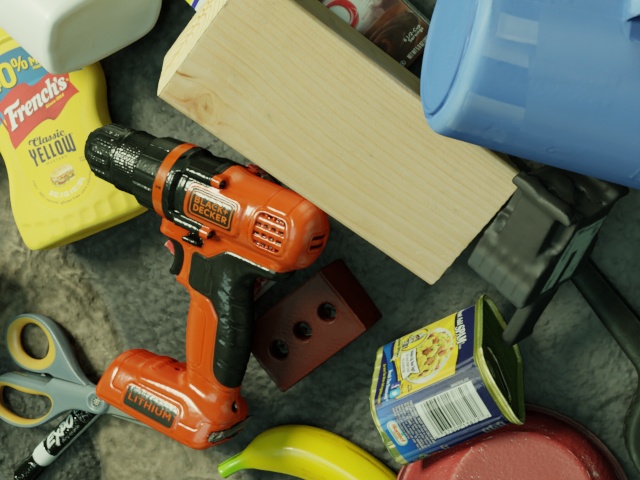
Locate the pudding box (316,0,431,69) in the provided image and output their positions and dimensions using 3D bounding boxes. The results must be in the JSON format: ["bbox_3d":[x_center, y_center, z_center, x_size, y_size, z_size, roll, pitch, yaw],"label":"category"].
[{"bbox_3d":[0.006,-0.128,0.704,0.090,0.039,0.114,38,105,-22],"label":"pudding box"}]

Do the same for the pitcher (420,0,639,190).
[{"bbox_3d":[0.187,-0.092,0.577,0.242,0.145,0.149,11,114,-9],"label":"pitcher"}]

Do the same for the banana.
[{"bbox_3d":[0.026,0.184,0.754,0.198,0.037,0.070,30,109,11],"label":"banana"}]

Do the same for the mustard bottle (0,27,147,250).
[{"bbox_3d":[-0.199,-0.096,0.772,0.096,0.058,0.191,-22,89,5],"label":"mustard bottle"}]

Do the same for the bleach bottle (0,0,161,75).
[{"bbox_3d":[-0.229,-0.223,0.752,0.251,0.102,0.068,43,149,20],"label":"bleach bottle"}]

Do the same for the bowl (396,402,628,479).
[{"bbox_3d":[0.124,0.172,0.674,0.162,0.055,0.162,-2,65,4],"label":"bowl"}]

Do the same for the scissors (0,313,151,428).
[{"bbox_3d":[-0.169,0.099,0.789,0.202,0.016,0.096,-5,86,27],"label":"scissors"}]

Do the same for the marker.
[{"bbox_3d":[-0.195,0.148,0.820,0.121,0.020,0.020,-44,84,16],"label":"marker"}]

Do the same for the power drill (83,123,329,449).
[{"bbox_3d":[-0.095,0.029,0.708,0.185,0.057,0.188,24,112,25],"label":"power drill"}]

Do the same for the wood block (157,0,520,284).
[{"bbox_3d":[0.012,-0.076,0.657,0.206,0.090,0.091,34,107,-18],"label":"wood block"}]

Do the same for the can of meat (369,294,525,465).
[{"bbox_3d":[0.082,0.091,0.692,0.084,0.102,0.057,-27,108,19],"label":"can of meat"}]

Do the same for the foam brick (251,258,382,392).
[{"bbox_3d":[-0.006,0.058,0.739,0.078,0.051,0.053,-39,85,16],"label":"foam brick"}]
